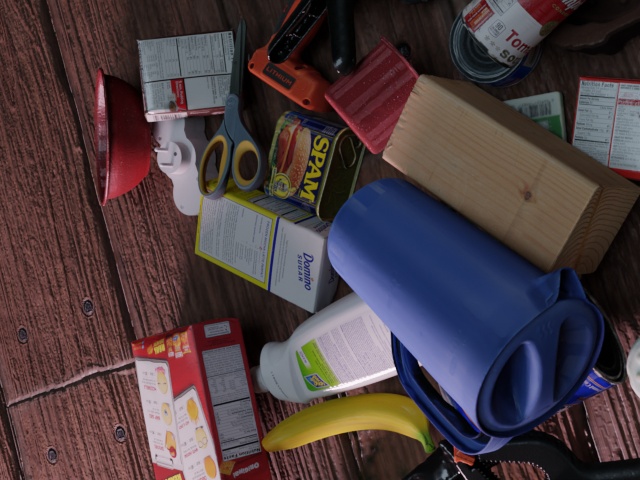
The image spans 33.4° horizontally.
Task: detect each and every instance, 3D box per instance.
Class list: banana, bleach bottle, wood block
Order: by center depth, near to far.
[{"bbox_3d":[0.168,-0.061,0.967,0.206,0.090,0.091,40,116,33],"label":"wood block"},{"bbox_3d":[0.033,0.189,1.109,0.198,0.069,0.037,-8,115,29],"label":"banana"},{"bbox_3d":[0.019,0.106,1.113,0.251,0.068,0.102,-24,97,34],"label":"bleach bottle"}]

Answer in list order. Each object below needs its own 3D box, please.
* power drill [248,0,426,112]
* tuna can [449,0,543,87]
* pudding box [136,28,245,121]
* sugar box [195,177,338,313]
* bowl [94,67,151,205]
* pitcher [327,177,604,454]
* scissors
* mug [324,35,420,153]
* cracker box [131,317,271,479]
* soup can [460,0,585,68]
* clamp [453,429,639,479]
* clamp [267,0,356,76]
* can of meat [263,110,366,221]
[{"bbox_3d":[0.015,-0.232,1.114,0.185,0.057,0.188,37,108,32],"label":"power drill"},{"bbox_3d":[0.168,-0.191,1.024,0.086,0.033,0.086,1,93,34],"label":"tuna can"},{"bbox_3d":[-0.146,-0.186,1.202,0.113,0.039,0.090,-7,86,-7],"label":"pudding box"},{"bbox_3d":[-0.058,0.002,1.170,0.176,0.048,0.093,24,120,29],"label":"sugar box"},{"bbox_3d":[-0.233,-0.122,1.259,0.162,0.055,0.162,178,90,-74],"label":"bowl"},{"bbox_3d":[0.108,0.055,0.917,0.149,0.145,0.243,-40,46,-8],"label":"pitcher"},{"bbox_3d":[-0.081,-0.138,1.156,0.096,0.016,0.202,18,90,35],"label":"scissors"},{"bbox_3d":[0.057,-0.144,1.062,0.081,0.117,0.093,-40,110,5],"label":"mug"},{"bbox_3d":[-0.133,0.202,1.196,0.164,0.071,0.214,-20,81,55],"label":"cracker box"},{"bbox_3d":[0.180,-0.208,0.925,0.102,0.068,0.068,-42,69,26],"label":"soup can"},{"bbox_3d":[0.215,0.238,0.961,0.210,0.036,0.165,17,106,2],"label":"clamp"},{"bbox_3d":[0.003,-0.245,1.059,0.120,0.039,0.171,8,81,40],"label":"clamp"},{"bbox_3d":[-0.008,-0.081,1.135,0.084,0.057,0.102,23,105,34],"label":"can of meat"}]
